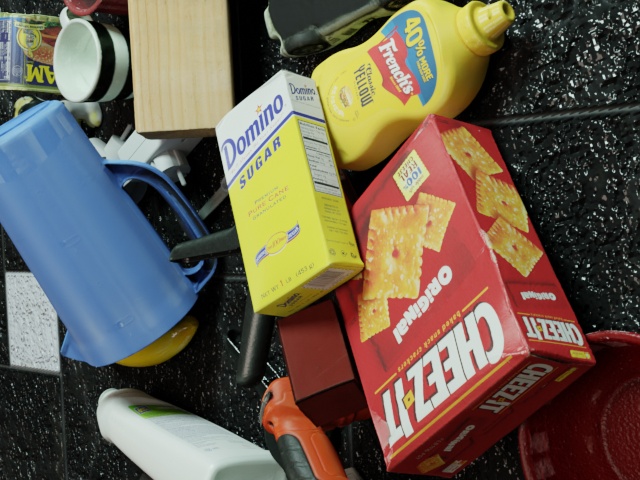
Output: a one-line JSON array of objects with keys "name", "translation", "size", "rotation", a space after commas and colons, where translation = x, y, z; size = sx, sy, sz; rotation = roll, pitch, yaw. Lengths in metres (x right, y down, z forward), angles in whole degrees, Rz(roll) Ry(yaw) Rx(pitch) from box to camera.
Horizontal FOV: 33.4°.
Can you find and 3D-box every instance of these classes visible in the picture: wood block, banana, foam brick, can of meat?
[{"name": "wood block", "translation": [-0.128, -0.201, 0.990], "size": [0.091, 0.090, 0.206], "rotation": [-137, 43, -88]}, {"name": "banana", "translation": [-0.200, 0.103, 1.148], "size": [0.198, 0.037, 0.069], "rotation": [8, 100, 45]}, {"name": "foam brick", "translation": [0.003, 0.096, 0.842], "size": [0.051, 0.053, 0.078], "rotation": [-23, 53, 10]}, {"name": "can of meat", "translation": [-0.310, -0.206, 1.190], "size": [0.058, 0.101, 0.084], "rotation": [9, 98, 45]}]

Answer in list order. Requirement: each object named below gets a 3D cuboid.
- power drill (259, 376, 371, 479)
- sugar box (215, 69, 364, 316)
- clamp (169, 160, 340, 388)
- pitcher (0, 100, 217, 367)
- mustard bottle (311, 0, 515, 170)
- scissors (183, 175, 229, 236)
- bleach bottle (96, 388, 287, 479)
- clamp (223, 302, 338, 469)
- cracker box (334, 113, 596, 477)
[{"name": "power drill", "translation": [0.037, 0.191, 0.851], "size": [0.057, 0.184, 0.188], "rotation": [104, 155, -45]}, {"name": "sugar box", "translation": [-0.029, -0.038, 0.855], "size": [0.093, 0.048, 0.176], "rotation": [-34, 62, 37]}, {"name": "clamp", "translation": [-0.056, 0.001, 0.936], "size": [0.165, 0.036, 0.210], "rotation": [49, 120, 34]}, {"name": "pitcher", "translation": [-0.223, -0.014, 1.033], "size": [0.145, 0.149, 0.243], "rotation": [-12, 115, 44]}, {"name": "mustard bottle", "translation": [0.074, -0.133, 0.836], "size": [0.192, 0.058, 0.096], "rotation": [-28, 66, 43]}, {"name": "scissors", "translation": [-0.074, -0.047, 1.019], "size": [0.202, 0.016, 0.096], "rotation": [-58, 48, 31]}, {"name": "bleach bottle", "translation": [-0.145, 0.202, 1.071], "size": [0.251, 0.102, 0.068], "rotation": [19, 99, 49]}, {"name": "clamp", "translation": [-0.034, 0.146, 0.982], "size": [0.120, 0.039, 0.171], "rotation": [-11, 86, 47]}, {"name": "cracker box", "translation": [0.088, 0.041, 0.786], "size": [0.164, 0.072, 0.214], "rotation": [-50, 42, 38]}]
